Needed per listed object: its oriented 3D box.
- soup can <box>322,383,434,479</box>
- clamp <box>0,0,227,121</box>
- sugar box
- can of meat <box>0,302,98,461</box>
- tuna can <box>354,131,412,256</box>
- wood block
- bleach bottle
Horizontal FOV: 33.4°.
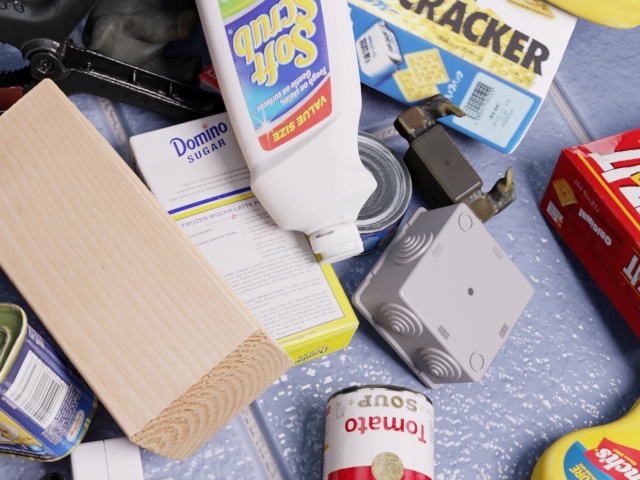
[{"bbox_3d":[0.035,0.144,0.632,0.068,0.069,0.102,8,60,-8],"label":"soup can"},{"bbox_3d":[-0.171,-0.121,0.709,0.210,0.164,0.036,-13,45,13],"label":"clamp"},{"bbox_3d":[-0.054,0.001,0.702,0.093,0.048,0.176,-17,64,-19],"label":"sugar box"},{"bbox_3d":[-0.185,0.079,0.589,0.102,0.084,0.057,2,55,27],"label":"can of meat"},{"bbox_3d":[0.020,-0.034,0.742,0.086,0.034,0.086,5,62,-9],"label":"tuna can"},{"bbox_3d":[-0.120,0.017,0.623,0.091,0.090,0.206,-41,68,-4],"label":"wood block"},{"bbox_3d":[-0.015,-0.111,0.681,0.102,0.068,0.251,-17,83,2],"label":"bleach bottle"}]
